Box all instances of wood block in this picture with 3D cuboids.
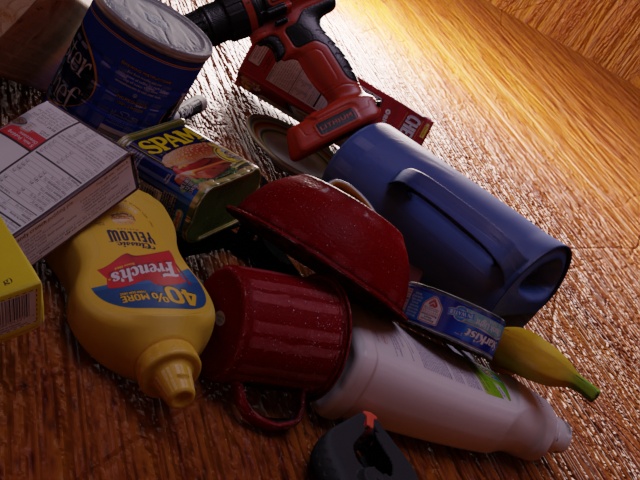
[{"bbox_3d":[-0.247,-0.188,0.856,0.091,0.090,0.206,45,3,-1],"label":"wood block"}]

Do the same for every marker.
[{"bbox_3d":[-0.143,-0.128,1.075,0.020,0.020,0.121,35,22,2],"label":"marker"}]

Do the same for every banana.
[{"bbox_3d":[0.172,0.103,0.919,0.069,0.037,0.198,51,-5,-6],"label":"banana"}]

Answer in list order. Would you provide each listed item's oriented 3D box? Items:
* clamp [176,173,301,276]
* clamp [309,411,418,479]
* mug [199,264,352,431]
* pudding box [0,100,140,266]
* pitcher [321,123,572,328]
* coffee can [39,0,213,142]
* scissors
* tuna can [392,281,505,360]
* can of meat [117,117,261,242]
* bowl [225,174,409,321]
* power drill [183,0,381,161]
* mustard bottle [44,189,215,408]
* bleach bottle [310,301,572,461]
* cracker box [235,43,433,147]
[{"bbox_3d":[-0.056,0.001,0.906,0.164,0.036,0.210,31,26,-9],"label":"clamp"},{"bbox_3d":[0.022,0.165,0.678,0.120,0.039,0.171,29,18,-23],"label":"clamp"},{"bbox_3d":[-0.037,0.073,0.737,0.081,0.093,0.117,12,67,-33],"label":"mug"},{"bbox_3d":[-0.192,-0.038,0.713,0.090,0.039,0.113,32,55,24],"label":"pudding box"},{"bbox_3d":[0.113,-0.014,1.040,0.243,0.149,0.144,41,37,26],"label":"pitcher"},{"bbox_3d":[-0.165,-0.122,0.870,0.102,0.140,0.103,28,23,-13],"label":"coffee can"},{"bbox_3d":[0.046,0.038,0.899,0.096,0.016,0.202,-22,73,-31],"label":"scissors"},{"bbox_3d":[0.103,0.064,0.849,0.086,0.034,0.086,23,-5,2],"label":"tuna can"},{"bbox_3d":[-0.106,-0.046,0.837,0.084,0.057,0.101,30,29,18],"label":"can of meat"},{"bbox_3d":[0.010,-0.003,0.806,0.162,0.055,0.162,32,-4,2],"label":"bowl"},{"bbox_3d":[-0.036,-0.180,1.090,0.187,0.184,0.057,64,-11,0],"label":"power drill"},{"bbox_3d":[-0.123,0.038,0.710,0.096,0.058,0.192,5,36,-34],"label":"mustard bottle"},{"bbox_3d":[0.103,0.125,0.838,0.250,0.068,0.102,24,21,-27],"label":"bleach bottle"},{"bbox_3d":[0.011,-0.159,1.213,0.213,0.072,0.164,30,0,-6],"label":"cracker box"}]
